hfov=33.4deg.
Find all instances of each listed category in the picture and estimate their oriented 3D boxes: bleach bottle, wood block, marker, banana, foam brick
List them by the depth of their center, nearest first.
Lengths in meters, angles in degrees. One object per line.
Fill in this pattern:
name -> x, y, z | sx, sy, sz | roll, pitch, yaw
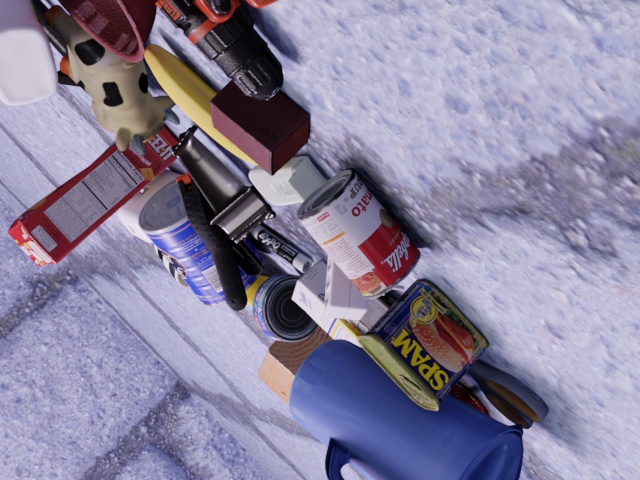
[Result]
foam brick -> -0.055, -0.108, 0.969 | 0.078, 0.053, 0.051 | 41, 163, 12
banana -> -0.099, -0.127, 1.058 | 0.198, 0.037, 0.069 | 38, 156, 23
bleach bottle -> -0.333, -0.259, 1.115 | 0.102, 0.068, 0.251 | 86, 164, -52
marker -> -0.058, 0.002, 1.295 | 0.121, 0.020, 0.020 | 34, 161, 31
wood block -> -0.022, 0.171, 1.493 | 0.091, 0.090, 0.206 | 42, 163, 5

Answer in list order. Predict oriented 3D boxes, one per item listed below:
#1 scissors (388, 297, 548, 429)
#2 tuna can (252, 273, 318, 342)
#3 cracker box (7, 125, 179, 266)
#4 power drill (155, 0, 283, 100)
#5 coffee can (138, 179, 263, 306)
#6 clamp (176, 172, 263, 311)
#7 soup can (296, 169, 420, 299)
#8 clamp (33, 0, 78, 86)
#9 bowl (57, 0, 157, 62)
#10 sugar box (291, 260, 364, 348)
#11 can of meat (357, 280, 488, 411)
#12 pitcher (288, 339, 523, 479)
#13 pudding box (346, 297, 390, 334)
scissors -> 0.154, 0.134, 1.120 | 0.202, 0.016, 0.096 | 34, 161, 32
tuna can -> -0.040, 0.084, 1.336 | 0.086, 0.086, 0.034 | 50, 161, -19
cracker box -> -0.285, -0.062, 1.340 | 0.072, 0.213, 0.164 | 50, 162, -12
power drill -> -0.074, -0.192, 0.805 | 0.184, 0.057, 0.188 | 48, 163, -11
coffee can -> -0.152, 0.000, 1.366 | 0.103, 0.102, 0.140 | 22, 153, 52
clamp -> -0.118, -0.007, 1.281 | 0.120, 0.039, 0.171 | -60, -52, -78
soup can -> 0.035, -0.006, 0.977 | 0.102, 0.068, 0.069 | 50, 163, -15
clamp -> -0.283, -0.203, 1.304 | 0.210, 0.036, 0.164 | 39, 162, 18
bowl -> -0.202, -0.244, 0.984 | 0.162, 0.055, 0.162 | 40, 163, 15
sugar box -> 0.045, 0.104, 1.257 | 0.176, 0.048, 0.093 | 46, 164, 8
can of meat -> 0.102, 0.101, 1.045 | 0.102, 0.084, 0.057 | 47, 163, -8
pitcher -> 0.076, 0.207, 1.115 | 0.243, 0.145, 0.149 | 28, -171, 37
pudding box -> 0.062, 0.087, 1.163 | 0.113, 0.039, 0.090 | 40, 173, 8
